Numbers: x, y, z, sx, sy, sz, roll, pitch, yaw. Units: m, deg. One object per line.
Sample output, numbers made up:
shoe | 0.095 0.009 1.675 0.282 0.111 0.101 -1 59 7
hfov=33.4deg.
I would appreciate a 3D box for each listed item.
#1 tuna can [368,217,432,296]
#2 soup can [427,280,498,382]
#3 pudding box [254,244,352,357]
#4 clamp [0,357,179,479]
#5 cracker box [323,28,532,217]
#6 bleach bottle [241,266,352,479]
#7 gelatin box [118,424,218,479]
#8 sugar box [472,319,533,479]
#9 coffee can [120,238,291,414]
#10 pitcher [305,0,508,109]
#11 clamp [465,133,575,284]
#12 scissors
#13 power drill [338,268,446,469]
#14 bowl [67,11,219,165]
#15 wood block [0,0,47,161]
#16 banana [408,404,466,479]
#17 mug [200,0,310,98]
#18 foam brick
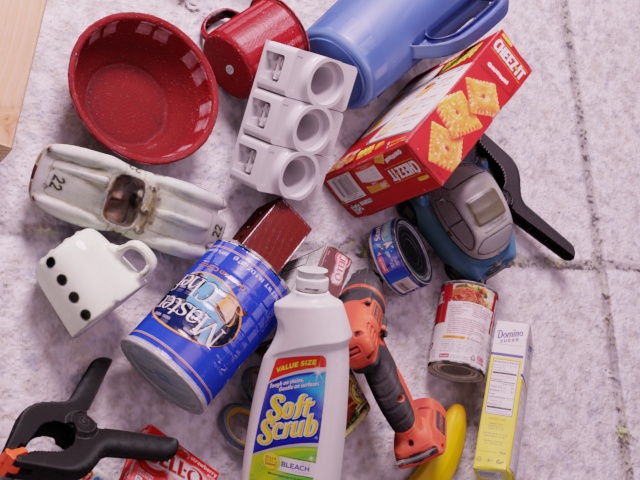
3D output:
tuna can | 0.092 0.018 1.205 0.086 0.034 0.086 44 31 -37
soup can | 0.164 0.105 1.229 0.068 0.069 0.102 24 65 -25
pudding box | -0.020 0.067 1.109 0.039 0.090 0.113 34 62 -19
clamp | -0.205 0.175 0.944 0.120 0.039 0.171 37 33 14
cracker box | 0.122 -0.129 1.209 0.072 0.164 0.213 50 57 -13
bleach bottle | -0.024 0.148 1.019 0.068 0.103 0.251 -25 121 -68
gelatin box | -0.144 0.227 1.005 0.089 0.030 0.073 41 32 -18
sugar box | 0.211 0.189 1.223 0.093 0.048 0.176 63 34 -61
coffee can | -0.108 0.082 1.031 0.102 0.103 0.140 47 65 -13
pitcher | 0.095 -0.257 1.243 0.145 0.149 0.242 51 60 -11
clamp | 0.211 -0.039 1.318 0.164 0.036 0.210 -27 89 -28
scissors | -0.035 0.226 1.099 0.096 0.016 0.202 -30 93 -38
power drill | 0.071 0.134 1.140 0.187 0.057 0.184 60 19 -15
bowl | -0.187 -0.147 1.083 0.161 0.055 0.162 9 72 -30
wood block | -0.318 -0.178 0.988 0.090 0.090 0.206 17 69 -28
banana | 0.109 0.257 1.165 0.197 0.037 0.069 -34 110 -37
mug | -0.081 -0.213 1.158 0.117 0.093 0.081 39 59 19
foam brick | -0.057 0.001 1.126 0.051 0.053 0.078 46 57 -14
